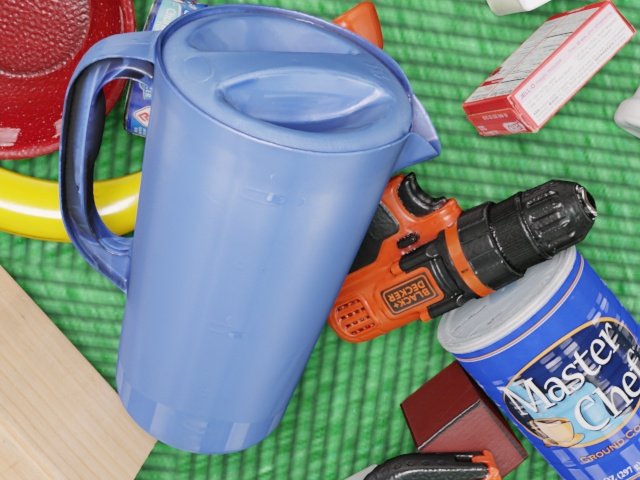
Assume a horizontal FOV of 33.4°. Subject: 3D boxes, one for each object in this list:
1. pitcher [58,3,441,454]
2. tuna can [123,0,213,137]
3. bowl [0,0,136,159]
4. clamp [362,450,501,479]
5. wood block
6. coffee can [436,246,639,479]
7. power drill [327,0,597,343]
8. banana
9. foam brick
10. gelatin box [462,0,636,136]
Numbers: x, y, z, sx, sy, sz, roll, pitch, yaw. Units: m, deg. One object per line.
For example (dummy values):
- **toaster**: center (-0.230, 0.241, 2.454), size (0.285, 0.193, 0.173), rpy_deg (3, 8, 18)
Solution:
- **pitcher**: center (-0.054, 0.001, 0.588), size (0.144, 0.149, 0.243), rpy_deg (-20, 142, -40)
- **tuna can**: center (-0.089, -0.100, 0.625), size (0.033, 0.086, 0.086), rpy_deg (15, 99, -6)
- **bowl**: center (-0.182, -0.131, 0.615), size (0.162, 0.055, 0.162), rpy_deg (1, 114, 1)
- **clamp**: center (0.039, 0.190, 0.644), size (0.171, 0.039, 0.120), rpy_deg (-26, 108, 9)
- **wood block**: center (-0.208, 0.088, 0.634), size (0.091, 0.090, 0.206), rpy_deg (-33, 103, 27)
- **coffee can**: center (0.157, 0.080, 0.672), size (0.103, 0.103, 0.140), rpy_deg (-41, 102, 3)
- **power drill**: center (0.045, -0.042, 0.633), size (0.185, 0.057, 0.187), rpy_deg (-28, 99, 28)
- **banana**: center (-0.178, -0.035, 0.657), size (0.197, 0.037, 0.069), rpy_deg (6, 81, -8)
- **foam brick**: center (0.090, 0.122, 0.687), size (0.051, 0.078, 0.053), rpy_deg (-40, 101, 5)
- **gelatin box**: center (0.135, -0.101, 0.644), size (0.089, 0.073, 0.030), rpy_deg (-45, 103, -8)
